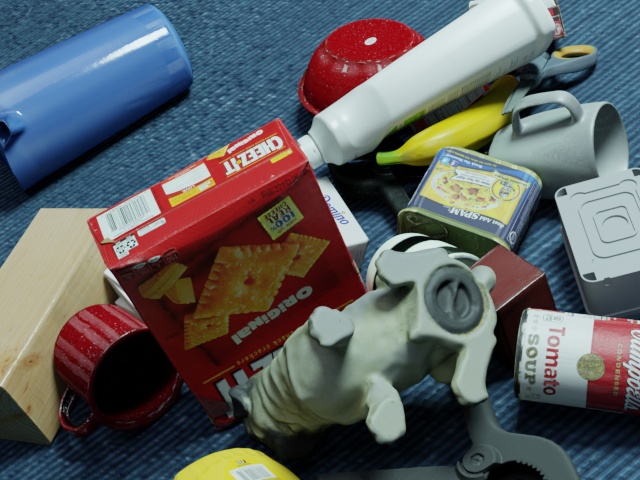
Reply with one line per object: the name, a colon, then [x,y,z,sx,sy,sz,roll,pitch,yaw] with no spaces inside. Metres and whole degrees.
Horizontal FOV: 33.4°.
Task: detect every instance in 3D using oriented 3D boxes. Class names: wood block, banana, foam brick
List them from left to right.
wood block: [-0.252,0.074,0.982,0.091,0.090,0.206,1,48,27]
banana: [0.140,-0.114,0.995,0.197,0.037,0.070,-30,39,-34]
foam brick: [0.145,0.052,0.822,0.051,0.078,0.053,-38,43,-12]

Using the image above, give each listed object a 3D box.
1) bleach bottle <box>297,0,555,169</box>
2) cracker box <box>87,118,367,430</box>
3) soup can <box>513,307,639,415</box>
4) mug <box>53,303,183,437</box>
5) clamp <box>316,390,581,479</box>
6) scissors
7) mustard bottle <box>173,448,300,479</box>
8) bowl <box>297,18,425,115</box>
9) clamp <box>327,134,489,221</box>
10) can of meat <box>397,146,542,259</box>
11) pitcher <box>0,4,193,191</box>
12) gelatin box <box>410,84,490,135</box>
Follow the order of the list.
bleach bottle: [0.086,-0.140,0.970,0.251,0.102,0.068,-31,83,-2]
cracker box: [-0.058,0.034,0.835,0.164,0.213,0.072,-28,43,-4]
soup can: [0.193,0.086,0.758,0.102,0.068,0.068,6,48,16]
mug: [-0.182,0.114,0.913,0.082,0.093,0.117,25,79,47]
clamp: [0.117,0.157,0.758,0.210,0.036,0.164,18,57,42]
scissors: [0.218,-0.156,1.008,0.096,0.016,0.201,-2,26,10]
mustard bottle: [-0.013,0.211,0.729,0.096,0.058,0.192,1,20,-46]
bowl: [0.053,-0.184,1.107,0.162,0.055,0.162,-5,39,4]
clamp: [0.065,-0.056,1.004,0.172,0.039,0.120,13,48,32]
can of meat: [0.129,-0.027,0.910,0.102,0.057,0.083,21,59,18]
pitcher: [-0.276,-0.171,1.232,0.242,0.145,0.149,-31,54,-13]
gelatin box: [0.114,-0.153,1.053,0.089,0.073,0.030,-41,18,-17]
